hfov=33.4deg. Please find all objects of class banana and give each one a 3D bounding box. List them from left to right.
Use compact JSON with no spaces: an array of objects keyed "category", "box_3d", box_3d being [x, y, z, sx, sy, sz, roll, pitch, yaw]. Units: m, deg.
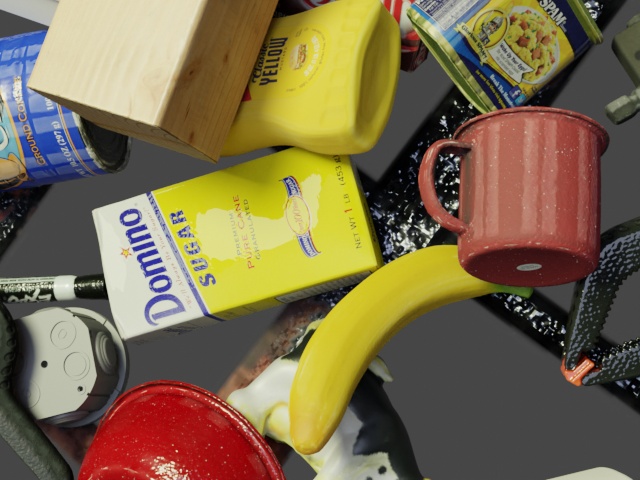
[{"category":"banana","box_3d":[0.041,0.051,0.632,0.197,0.037,0.070,-32,47,-30]}]

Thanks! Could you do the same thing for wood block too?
[{"category":"wood block","box_3d":[-0.077,-0.162,0.623,0.091,0.090,0.206,19,87,19]}]

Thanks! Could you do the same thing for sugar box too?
[{"category":"sugar box","box_3d":[-0.055,0.001,0.695,0.176,0.048,0.093,-17,77,7]}]

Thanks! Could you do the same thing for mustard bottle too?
[{"category":"mustard bottle","box_3d":[-0.046,-0.101,0.688,0.192,0.058,0.096,1,70,32]}]

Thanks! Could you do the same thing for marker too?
[{"category":"marker","box_3d":[-0.197,0.034,0.734,0.121,0.020,0.020,-3,80,11]}]

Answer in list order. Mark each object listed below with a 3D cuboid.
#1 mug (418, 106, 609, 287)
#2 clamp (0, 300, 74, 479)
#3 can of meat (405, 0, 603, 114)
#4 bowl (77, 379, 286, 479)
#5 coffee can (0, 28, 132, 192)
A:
[{"category":"mug","box_3d":[0.112,-0.024,0.625,0.117,0.093,0.081,13,68,-20]},{"category":"clamp","box_3d":[-0.232,0.095,0.659,0.120,0.039,0.171,-18,82,-12]},{"category":"can of meat","box_3d":[0.112,-0.132,0.655,0.084,0.102,0.057,-42,40,5]},{"category":"bowl","box_3d":[-0.094,0.168,0.637,0.162,0.055,0.162,8,105,30]},{"category":"coffee can","box_3d":[-0.210,-0.083,0.713,0.140,0.102,0.103,-9,79,10]}]
